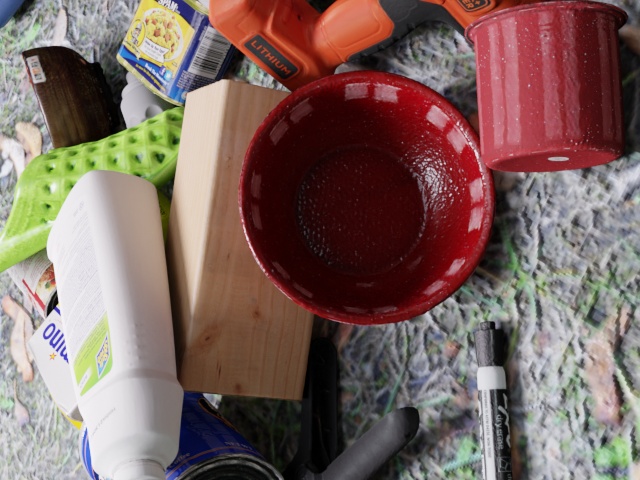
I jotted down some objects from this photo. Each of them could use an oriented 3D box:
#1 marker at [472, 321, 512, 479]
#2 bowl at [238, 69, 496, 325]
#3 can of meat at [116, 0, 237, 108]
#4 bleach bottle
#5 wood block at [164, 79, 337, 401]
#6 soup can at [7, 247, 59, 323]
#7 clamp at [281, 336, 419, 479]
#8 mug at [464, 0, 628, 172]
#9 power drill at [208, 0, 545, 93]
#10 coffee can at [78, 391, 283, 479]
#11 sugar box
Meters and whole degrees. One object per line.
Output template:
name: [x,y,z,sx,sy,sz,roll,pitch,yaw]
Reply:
marker: [0.106,0.110,0.651,0.020,0.020,0.121,-12,75,40]
bowl: [0.028,-0.024,0.687,0.162,0.055,0.162,0,82,-3]
can of meat: [-0.113,-0.163,0.865,0.102,0.057,0.084,42,113,38]
bleach bottle: [-0.136,0.070,0.716,0.103,0.068,0.251,-56,35,36]
wood block: [-0.054,0.001,0.747,0.091,0.090,0.206,-179,97,-65]
soup can: [-0.229,0.027,0.928,0.102,0.068,0.068,41,110,38]
clamp: [0.009,0.160,0.709,0.120,0.039,0.171,21,100,61]
mug: [0.128,-0.084,0.627,0.117,0.093,0.081,163,106,-70]
power drill: [0.021,-0.164,0.663,0.188,0.184,0.057,-12,53,39]
coffee can: [-0.098,0.164,0.743,0.140,0.102,0.103,31,104,56]
sugar box: [-0.155,0.053,0.850,0.176,0.048,0.093,-48,51,8]
